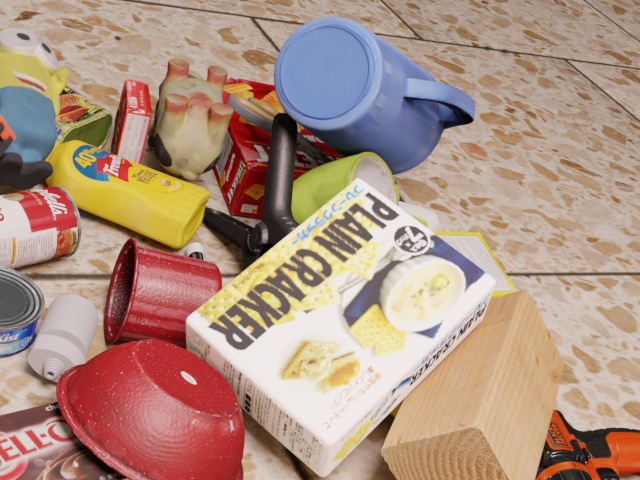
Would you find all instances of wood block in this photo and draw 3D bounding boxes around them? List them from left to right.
[{"bbox_3d":[0.136,0.139,0.908,0.090,0.091,0.205,61,31,-17],"label":"wood block"}]

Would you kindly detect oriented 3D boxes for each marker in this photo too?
[{"bbox_3d":[-0.114,0.044,1.023,0.020,0.020,0.121,9,33,-20],"label":"marker"}]

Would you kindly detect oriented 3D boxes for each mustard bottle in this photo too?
[{"bbox_3d":[-0.214,-0.056,1.083,0.191,0.058,0.096,22,25,2],"label":"mustard bottle"}]

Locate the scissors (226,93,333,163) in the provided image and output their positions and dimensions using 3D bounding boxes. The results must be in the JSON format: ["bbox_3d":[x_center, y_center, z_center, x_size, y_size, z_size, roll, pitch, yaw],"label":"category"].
[{"bbox_3d":[-0.015,-0.108,1.189,0.201,0.016,0.096,31,15,-8],"label":"scissors"}]

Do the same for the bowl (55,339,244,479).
[{"bbox_3d":[-0.115,0.124,0.808,0.162,0.055,0.162,31,14,-9],"label":"bowl"}]

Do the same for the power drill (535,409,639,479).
[{"bbox_3d":[0.268,0.212,0.948,0.187,0.057,0.184,9,32,-19],"label":"power drill"}]

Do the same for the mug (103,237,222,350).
[{"bbox_3d":[-0.141,0.051,0.941,0.081,0.093,0.117,13,-6,-22],"label":"mug"}]

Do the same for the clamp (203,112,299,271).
[{"bbox_3d":[-0.057,0.001,1.051,0.036,0.165,0.210,9,54,-35],"label":"clamp"}]

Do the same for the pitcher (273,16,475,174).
[{"bbox_3d":[0.051,-0.147,1.089,0.145,0.149,0.242,51,11,14],"label":"pitcher"}]

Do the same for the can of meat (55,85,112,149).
[{"bbox_3d":[-0.287,-0.128,1.158,0.084,0.057,0.102,31,31,13],"label":"can of meat"}]

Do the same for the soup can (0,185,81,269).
[{"bbox_3d":[-0.277,-0.008,0.959,0.102,0.069,0.069,-15,46,-45],"label":"soup can"}]

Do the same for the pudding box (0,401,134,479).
[{"bbox_3d":[-0.199,0.161,0.760,0.113,0.039,0.090,-7,39,-40],"label":"pudding box"}]

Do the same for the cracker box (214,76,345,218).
[{"bbox_3d":[-0.044,-0.108,1.259,0.164,0.072,0.214,6,34,-24],"label":"cracker box"}]

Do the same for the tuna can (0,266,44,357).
[{"bbox_3d":[-0.275,0.058,0.886,0.086,0.034,0.086,15,30,-10],"label":"tuna can"}]

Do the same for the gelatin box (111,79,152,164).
[{"bbox_3d":[-0.207,-0.119,1.158,0.030,0.089,0.073,8,32,-17],"label":"gelatin box"}]
